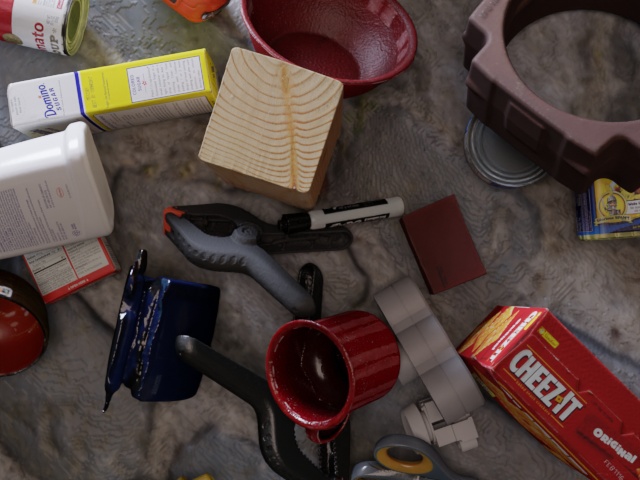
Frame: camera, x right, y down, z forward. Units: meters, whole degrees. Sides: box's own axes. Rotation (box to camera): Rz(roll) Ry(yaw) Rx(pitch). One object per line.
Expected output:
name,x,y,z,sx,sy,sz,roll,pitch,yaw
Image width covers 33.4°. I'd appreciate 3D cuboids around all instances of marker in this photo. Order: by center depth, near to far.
marker,0.018,-0.022,0.961,0.121,0.020,0.020,-9,88,-22

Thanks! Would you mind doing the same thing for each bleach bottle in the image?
bleach bottle,-0.312,-0.026,0.920,0.251,0.068,0.102,-12,124,-1

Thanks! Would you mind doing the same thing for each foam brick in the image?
foam brick,0.110,0.005,0.965,0.053,0.051,0.078,-22,88,1

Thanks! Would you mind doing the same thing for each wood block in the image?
wood block,-0.035,-0.086,0.893,0.090,0.206,0.091,18,88,1

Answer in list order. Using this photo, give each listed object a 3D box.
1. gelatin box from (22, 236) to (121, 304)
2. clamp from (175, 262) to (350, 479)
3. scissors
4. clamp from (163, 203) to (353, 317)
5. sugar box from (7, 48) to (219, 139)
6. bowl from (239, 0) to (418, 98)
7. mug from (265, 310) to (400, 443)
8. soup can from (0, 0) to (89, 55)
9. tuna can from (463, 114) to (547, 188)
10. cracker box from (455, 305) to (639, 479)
gelatin box,-0.236,0.004,0.983,0.073,0.030,0.089,-26,87,1
clamp,-0.035,0.141,0.942,0.164,0.036,0.210,-20,95,-37
scissors,0.127,0.209,0.951,0.202,0.096,0.016,3,45,3
clamp,-0.056,0.001,0.962,0.171,0.120,0.039,25,125,16
sugar box,-0.180,-0.128,0.954,0.176,0.093,0.048,-8,86,0
bowl,0.002,-0.176,0.948,0.162,0.055,0.162,10,49,-12
mug,0.013,0.117,0.907,0.093,0.081,0.117,16,107,35
soup can,-0.269,-0.211,0.971,0.102,0.068,0.068,13,88,1
tuna can,0.174,-0.090,0.975,0.086,0.034,0.086,0,88,1
cracker box,0.200,0.133,0.878,0.164,0.213,0.072,44,89,2
